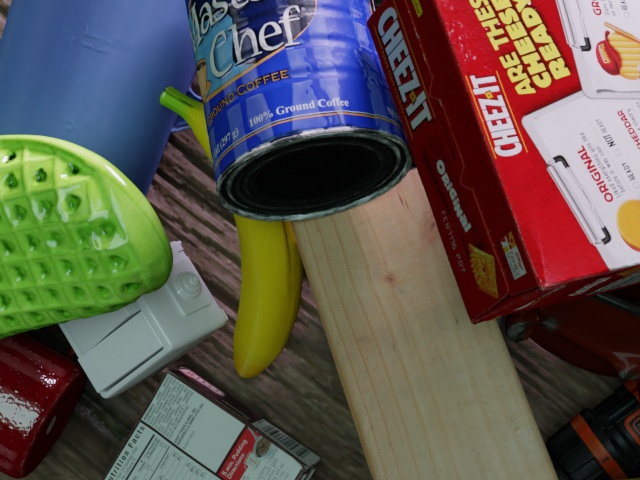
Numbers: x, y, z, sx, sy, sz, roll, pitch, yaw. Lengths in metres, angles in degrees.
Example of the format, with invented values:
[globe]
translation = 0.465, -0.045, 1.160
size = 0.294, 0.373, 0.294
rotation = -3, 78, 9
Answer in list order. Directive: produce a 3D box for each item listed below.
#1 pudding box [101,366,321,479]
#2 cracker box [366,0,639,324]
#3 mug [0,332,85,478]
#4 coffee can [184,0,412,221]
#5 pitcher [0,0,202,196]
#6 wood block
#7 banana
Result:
[pudding box]
translation = -0.071, 0.147, 0.679
size = 0.113, 0.039, 0.090
rotation = 32, 93, 14
[cracker box]
translation = 0.148, -0.062, 0.528
size = 0.213, 0.072, 0.164
rotation = -11, 75, -25
[mug]
translation = -0.198, 0.088, 0.681
size = 0.081, 0.093, 0.117
rotation = 28, 60, 2
[coffee can]
translation = -0.016, -0.094, 0.567
size = 0.103, 0.102, 0.140
rotation = -14, 69, 6
[pitcher]
translation = -0.120, -0.127, 0.659
size = 0.149, 0.144, 0.243
rotation = 22, 95, 34
[wood block]
translation = 0.063, 0.076, 0.596
size = 0.090, 0.090, 0.206
rotation = -22, 68, 8
[banana]
translation = -0.041, -0.001, 0.644
size = 0.070, 0.037, 0.198
rotation = 8, 119, 41
